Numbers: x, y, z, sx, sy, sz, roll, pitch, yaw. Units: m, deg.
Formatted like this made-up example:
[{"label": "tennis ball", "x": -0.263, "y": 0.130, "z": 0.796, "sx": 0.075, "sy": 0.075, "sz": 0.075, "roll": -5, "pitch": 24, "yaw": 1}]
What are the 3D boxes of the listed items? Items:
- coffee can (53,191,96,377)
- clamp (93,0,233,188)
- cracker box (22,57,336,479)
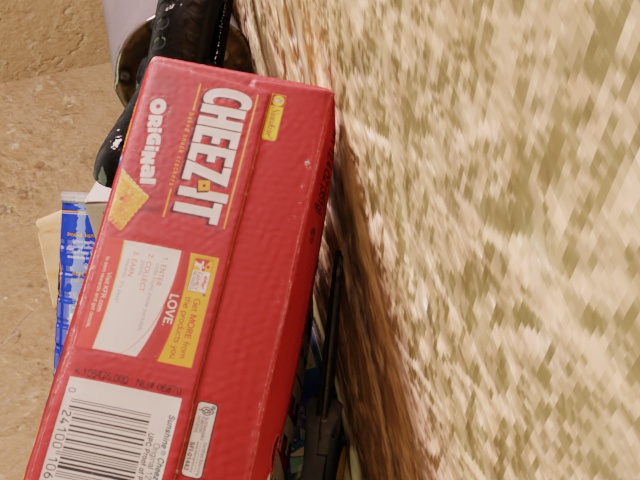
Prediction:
[{"label": "coffee can", "x": -0.132, "y": 0.039, "z": 0.744, "sx": 0.103, "sy": 0.102, "sz": 0.140, "roll": -168, "pitch": 81, "yaw": -82}, {"label": "clamp", "x": -0.068, "y": -0.059, "z": 0.497, "sx": 0.120, "sy": 0.039, "sz": 0.171, "roll": 109, "pitch": 176, "yaw": -55}, {"label": "cracker box", "x": -0.043, "y": 0.056, "z": 0.414, "sx": 0.214, "sy": 0.072, "sz": 0.164, "roll": 94, "pitch": -173, "yaw": -68}]
